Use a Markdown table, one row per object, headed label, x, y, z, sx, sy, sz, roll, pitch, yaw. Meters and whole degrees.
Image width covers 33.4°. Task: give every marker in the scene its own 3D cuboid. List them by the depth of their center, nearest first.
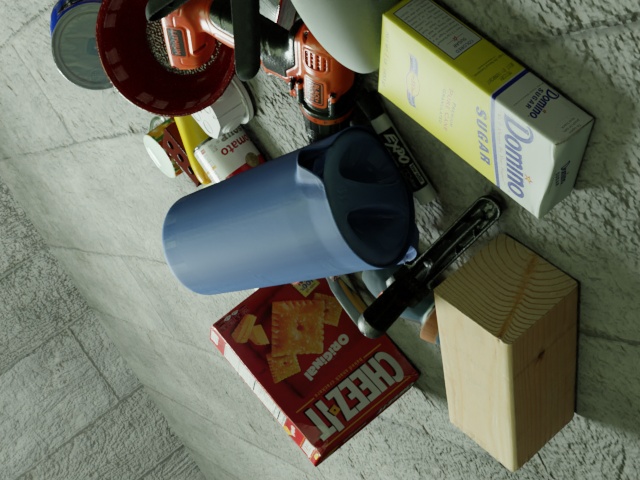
| label | x | y | z | sx | sy | sz | roll | pitch | yaw |
| --- | --- | --- | --- | --- | --- | --- | --- | --- | --- |
| marker | 0.070 | -0.087 | 0.985 | 0.121 | 0.020 | 0.020 | 57 | 160 | -10 |

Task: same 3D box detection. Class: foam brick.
| label | x | y | z | sx | sy | sz | roll | pitch | yaw |
| --- | --- | --- | --- | --- | --- | --- | --- | --- | --- |
| foam brick | -0.163 | -0.121 | 1.392 | 0.078 | 0.051 | 0.053 | 50 | 159 | 9 |

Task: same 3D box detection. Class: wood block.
| label | x | y | z | sx | sy | sz | roll | pitch | yaw |
| --- | --- | --- | --- | --- | --- | --- | --- | --- | --- |
| wood block | 0.172 | 0.107 | 0.974 | 0.090 | 0.090 | 0.206 | 37 | 154 | 35 |

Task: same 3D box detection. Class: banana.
| label | x | y | z | sx | sy | sz | roll | pitch | yaw |
| --- | --- | --- | --- | --- | --- | --- | --- | --- | --- |
| banana | -0.174 | -0.166 | 1.326 | 0.037 | 0.069 | 0.198 | -15 | 110 | 24 |

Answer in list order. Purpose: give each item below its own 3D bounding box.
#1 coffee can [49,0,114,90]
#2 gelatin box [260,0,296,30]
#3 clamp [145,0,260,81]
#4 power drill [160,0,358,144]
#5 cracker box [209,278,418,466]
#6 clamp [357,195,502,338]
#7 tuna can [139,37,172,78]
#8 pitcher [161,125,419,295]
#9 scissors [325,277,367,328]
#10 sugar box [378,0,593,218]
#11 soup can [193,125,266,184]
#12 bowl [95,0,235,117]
| label | x | y | z | sx | sy | sz | roll | pitch | yaw |
| --- | --- | --- | --- | --- | --- | --- | --- | --- | --- |
| coffee can | -0.279 | -0.250 | 1.306 | 0.103 | 0.103 | 0.140 | 63 | 177 | -26 |
| gelatin box | -0.053 | -0.238 | 0.992 | 0.073 | 0.030 | 0.089 | 48 | 160 | 10 |
| clamp | -0.083 | -0.234 | 0.904 | 0.120 | 0.039 | 0.171 | 24 | 107 | 14 |
| power drill | -0.053 | -0.166 | 1.000 | 0.188 | 0.057 | 0.184 | 23 | 152 | 13 |
| cracker box | -0.010 | 0.143 | 1.325 | 0.214 | 0.164 | 0.072 | 49 | 162 | 14 |
| clamp | 0.076 | 0.046 | 0.976 | 0.036 | 0.164 | 0.210 | 46 | 159 | 5 |
| tuna can | -0.175 | -0.209 | 1.227 | 0.034 | 0.086 | 0.086 | 53 | 160 | -5 |
| pitcher | -0.032 | -0.013 | 1.045 | 0.243 | 0.144 | 0.149 | -14 | 101 | 39 |
| scissors | 0.014 | 0.039 | 1.310 | 0.096 | 0.016 | 0.202 | 44 | -170 | -50 |
| sugar box | 0.119 | -0.103 | 0.811 | 0.176 | 0.048 | 0.093 | 45 | 158 | 26 |
| soup can | -0.098 | -0.085 | 1.288 | 0.102 | 0.068 | 0.069 | 55 | 160 | -2 |
| bowl | -0.156 | -0.216 | 1.143 | 0.162 | 0.162 | 0.055 | 56 | -159 | -7 |
